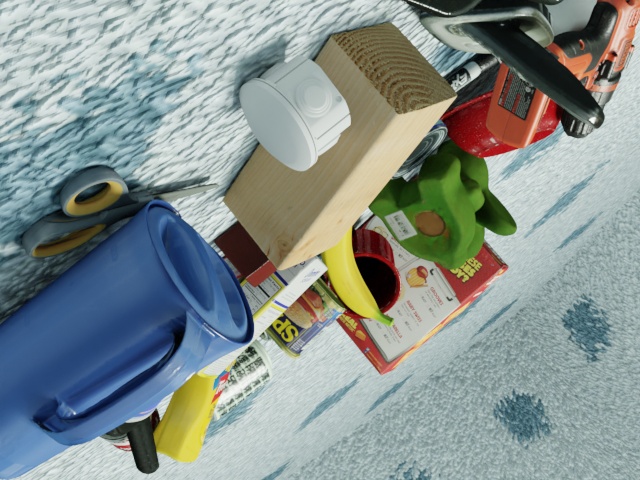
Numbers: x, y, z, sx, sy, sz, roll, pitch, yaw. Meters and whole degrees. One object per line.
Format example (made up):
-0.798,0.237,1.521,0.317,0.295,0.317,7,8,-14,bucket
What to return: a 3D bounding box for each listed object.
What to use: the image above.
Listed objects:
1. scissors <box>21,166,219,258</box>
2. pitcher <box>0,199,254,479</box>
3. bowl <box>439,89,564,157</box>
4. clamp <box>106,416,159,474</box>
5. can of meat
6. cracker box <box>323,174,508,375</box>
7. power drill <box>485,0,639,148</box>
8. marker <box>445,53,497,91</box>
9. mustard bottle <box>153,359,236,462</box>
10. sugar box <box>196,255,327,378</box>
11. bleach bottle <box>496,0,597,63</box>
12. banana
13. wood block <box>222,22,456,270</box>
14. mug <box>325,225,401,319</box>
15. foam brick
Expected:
-0.139,-0.039,0.825,0.201,0.016,0.096,-27,161,-40,scissors
-0.182,0.091,0.836,0.243,0.145,0.149,-35,167,12,pitcher
0.215,-0.135,1.216,0.162,0.055,0.162,-17,174,-2,bowl
-0.189,0.149,1.112,0.210,0.036,0.164,62,40,-67,clamp
-0.033,0.074,1.255,0.084,0.102,0.057,-44,169,6,can of meat
0.112,0.046,1.399,0.214,0.164,0.072,-43,167,15,cracker box
0.248,-0.161,1.089,0.187,0.057,0.184,-31,143,-38,power drill
0.140,-0.165,1.126,0.121,0.020,0.020,-36,165,-13,marker
-0.136,0.160,1.248,0.096,0.058,0.191,59,53,-82,mustard bottle
-0.073,0.072,1.143,0.176,0.048,0.093,-46,169,-1,sugar box
0.255,-0.225,1.151,0.103,0.068,0.250,-48,161,27,bleach bottle
0.033,0.017,1.236,0.070,0.198,0.037,-5,-145,23,banana
0.013,-0.079,0.929,0.090,0.091,0.206,-24,158,-47,wood block
0.048,0.028,1.319,0.093,0.117,0.081,-20,-155,11,mug
-0.057,0.001,1.073,0.078,0.053,0.051,-38,165,-2,foam brick
